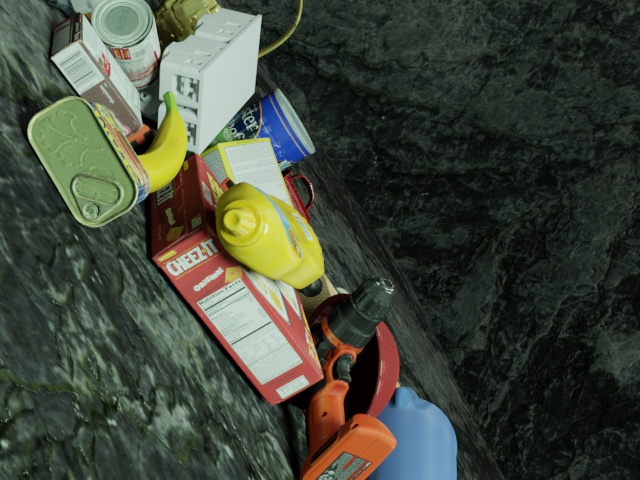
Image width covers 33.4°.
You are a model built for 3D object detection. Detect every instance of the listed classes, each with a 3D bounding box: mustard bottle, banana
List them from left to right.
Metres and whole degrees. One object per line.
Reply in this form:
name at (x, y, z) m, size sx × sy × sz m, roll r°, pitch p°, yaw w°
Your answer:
banana at (-0.168, -0.081, 1.033) m, size 0.069 × 0.037 × 0.197 m, roll 55°, pitch 24°, yaw -16°
mustard bottle at (-0.052, -0.007, 0.993) m, size 0.096 × 0.058 × 0.191 m, roll 59°, pitch 7°, yaw 12°

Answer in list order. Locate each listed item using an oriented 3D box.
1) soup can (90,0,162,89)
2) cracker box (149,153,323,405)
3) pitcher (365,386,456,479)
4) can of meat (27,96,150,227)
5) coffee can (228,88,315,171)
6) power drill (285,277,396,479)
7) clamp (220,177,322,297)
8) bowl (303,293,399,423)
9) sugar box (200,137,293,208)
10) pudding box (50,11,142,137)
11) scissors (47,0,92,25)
soup can at (-0.211, -0.218, 1.172) m, size 0.068 × 0.068 × 0.102 m, roll 62°, pitch -10°, yaw 15°
cracker box at (-0.089, 0.040, 1.079) m, size 0.213 × 0.072 × 0.164 m, roll 55°, pitch 8°, yaw -29°
pitcher at (0.091, 0.285, 1.183) m, size 0.149 × 0.145 × 0.242 m, roll 47°, pitch 12°, yaw -7°
can of meat at (-0.186, -0.066, 0.878) m, size 0.102 × 0.057 × 0.084 m, roll 60°, pitch 4°, yaw -5°
coffee can at (-0.093, -0.132, 1.479) m, size 0.103 × 0.140 × 0.103 m, roll 58°, pitch 7°, yaw -12°
power drill at (0.025, 0.148, 1.077) m, size 0.057 × 0.185 × 0.187 m, roll 25°, pitch 31°, yaw -23°
clamp at (-0.058, 0.002, 1.234) m, size 0.171 × 0.039 × 0.120 m, roll 51°, pitch -9°, yaw 6°
bowl at (0.039, 0.141, 1.192) m, size 0.055 × 0.162 × 0.162 m, roll 8°, pitch 41°, yaw -34°
sugar box at (-0.078, -0.035, 1.310) m, size 0.093 × 0.048 × 0.176 m, roll -13°, pitch 86°, yaw -46°
pudding box at (-0.226, -0.166, 1.087) m, size 0.113 × 0.039 × 0.090 m, roll 58°, pitch 5°, yaw -31°
scissors at (-0.274, -0.248, 1.161) m, size 0.096 × 0.016 × 0.202 m, roll 52°, pitch 8°, yaw -18°
